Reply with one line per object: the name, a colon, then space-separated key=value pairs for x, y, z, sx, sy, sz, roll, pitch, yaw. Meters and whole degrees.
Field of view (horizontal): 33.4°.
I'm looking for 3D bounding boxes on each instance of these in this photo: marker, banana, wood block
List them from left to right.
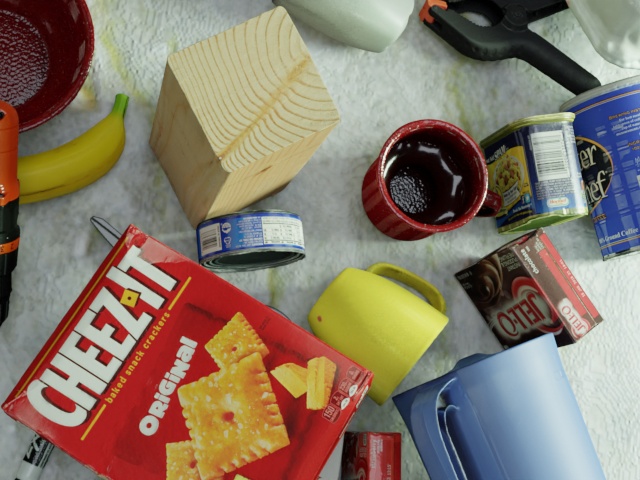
banana: x=-0.237 y=-0.059 z=0.848 sx=0.197 sy=0.037 sz=0.070 roll=-18 pitch=58 yaw=-17
marker: x=-0.213 y=0.155 z=0.821 sx=0.020 sy=0.020 sz=0.121 roll=25 pitch=76 yaw=-7
wood block: x=-0.064 y=-0.082 z=0.797 sx=0.090 sy=0.206 sz=0.090 roll=-27 pitch=87 yaw=-16

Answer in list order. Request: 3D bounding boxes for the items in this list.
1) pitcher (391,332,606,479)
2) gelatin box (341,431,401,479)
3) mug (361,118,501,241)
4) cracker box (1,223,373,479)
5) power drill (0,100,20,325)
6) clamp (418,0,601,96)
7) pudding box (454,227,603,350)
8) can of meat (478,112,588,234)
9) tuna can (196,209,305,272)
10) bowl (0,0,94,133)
pitcher: x=0.152 y=0.201 z=0.793 sx=0.149 sy=0.145 sz=0.243 roll=-19 pitch=79 yaw=-15
gelatin box: x=0.038 y=0.186 z=0.831 sx=0.030 sy=0.089 sz=0.073 roll=4 pitch=79 yaw=-11
mug: x=0.093 y=-0.042 z=0.887 sx=0.117 sy=0.082 sz=0.093 roll=13 pitch=78 yaw=-9
cracker box: x=-0.092 y=0.113 z=0.772 sx=0.214 sy=0.072 sz=0.164 roll=31 pitch=73 yaw=4
power drill: x=-0.317 y=-0.023 z=0.793 sx=0.187 sy=0.057 sz=0.184 roll=6 pitch=107 yaw=-5
clamp: x=0.175 y=-0.182 z=0.947 sx=0.171 sy=0.039 sz=0.120 roll=-1 pitch=62 yaw=-9
pudding box: x=0.167 y=0.045 z=0.871 sx=0.039 sy=0.114 sz=0.090 roll=-32 pitch=88 yaw=-19
can of meat: x=0.179 y=-0.054 z=0.898 sx=0.057 sy=0.102 sz=0.084 roll=-7 pitch=84 yaw=-13
tuna can: x=-0.056 y=0.001 z=0.847 sx=0.086 sy=0.086 sz=0.034 roll=-4 pitch=79 yaw=-13
bowl: x=-0.261 y=-0.152 z=0.846 sx=0.162 sy=0.055 sz=0.162 roll=2 pitch=79 yaw=-11
